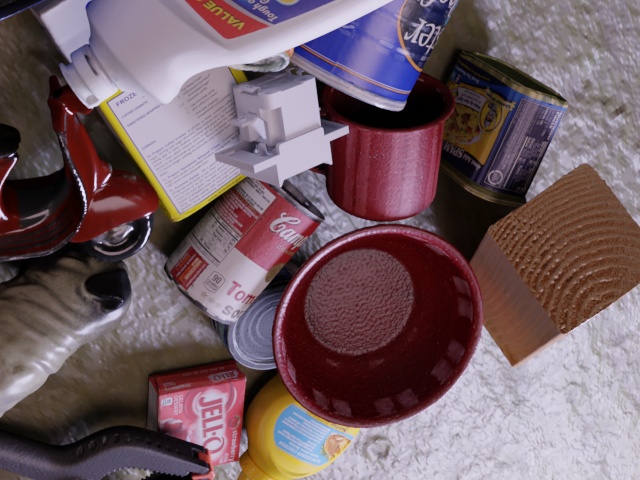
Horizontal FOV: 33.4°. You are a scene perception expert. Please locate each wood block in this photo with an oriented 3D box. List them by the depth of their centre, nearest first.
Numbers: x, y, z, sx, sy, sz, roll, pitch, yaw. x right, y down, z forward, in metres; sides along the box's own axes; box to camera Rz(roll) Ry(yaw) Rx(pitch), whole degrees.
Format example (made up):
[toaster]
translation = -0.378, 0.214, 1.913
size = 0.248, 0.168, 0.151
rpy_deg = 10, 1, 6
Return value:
[wood block]
translation = 0.175, 0.027, 0.819
size = 0.090, 0.091, 0.206
rpy_deg = -34, 168, -6

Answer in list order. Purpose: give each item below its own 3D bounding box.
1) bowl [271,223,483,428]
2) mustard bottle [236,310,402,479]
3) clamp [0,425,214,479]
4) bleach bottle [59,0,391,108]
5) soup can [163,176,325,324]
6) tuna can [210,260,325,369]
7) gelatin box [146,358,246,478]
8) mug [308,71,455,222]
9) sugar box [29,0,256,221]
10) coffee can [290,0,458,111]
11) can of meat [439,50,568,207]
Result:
[bowl]
translation = 0.037, 0.056, 0.797
size = 0.162, 0.055, 0.162
rpy_deg = -5, 111, -14
[mustard bottle]
translation = -0.006, 0.139, 0.884
size = 0.096, 0.058, 0.192
rpy_deg = 34, 100, -38
[clamp]
translation = -0.188, 0.193, 0.815
size = 0.209, 0.036, 0.165
rpy_deg = -1, 124, -14
[bleach bottle]
translation = -0.024, -0.144, 0.581
size = 0.251, 0.068, 0.102
rpy_deg = -32, 107, 2
[soup can]
translation = -0.055, 0.001, 0.761
size = 0.102, 0.069, 0.068
rpy_deg = -49, 130, 7
[tuna can]
translation = -0.040, 0.057, 0.828
size = 0.086, 0.034, 0.086
rpy_deg = -14, 126, -21
[gelatin box]
translation = -0.100, 0.143, 0.852
size = 0.073, 0.030, 0.089
rpy_deg = -7, 123, -25
[mug]
translation = 0.033, -0.068, 0.760
size = 0.117, 0.093, 0.081
rpy_deg = 5, 127, 4
[sugar box]
translation = -0.101, -0.104, 0.681
size = 0.093, 0.048, 0.176
rpy_deg = -36, 128, -10
[coffee can]
translation = 0.040, -0.168, 0.681
size = 0.102, 0.103, 0.140
rpy_deg = 16, 111, -35
[can of meat]
translation = 0.125, -0.085, 0.785
size = 0.057, 0.102, 0.084
rpy_deg = 9, 113, -33
